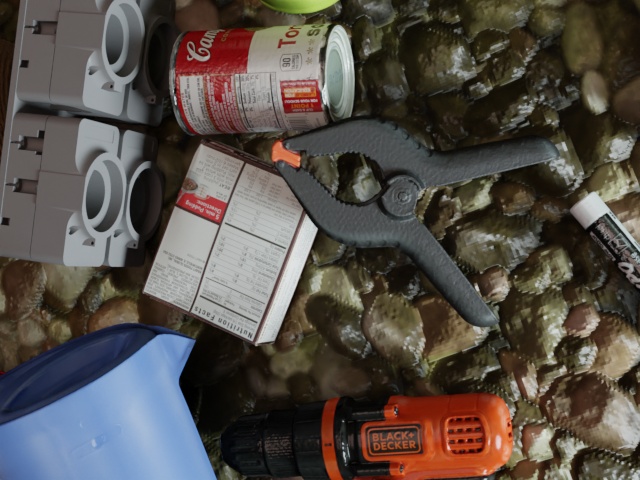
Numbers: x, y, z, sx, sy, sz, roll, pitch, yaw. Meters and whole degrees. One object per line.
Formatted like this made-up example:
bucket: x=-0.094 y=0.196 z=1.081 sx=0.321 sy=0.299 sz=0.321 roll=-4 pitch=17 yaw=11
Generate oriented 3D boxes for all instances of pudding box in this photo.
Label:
pudding box: x=-0.055 y=0.001 z=0.696 sx=0.090 sy=0.039 sz=0.113 roll=23 pitch=98 yaw=17

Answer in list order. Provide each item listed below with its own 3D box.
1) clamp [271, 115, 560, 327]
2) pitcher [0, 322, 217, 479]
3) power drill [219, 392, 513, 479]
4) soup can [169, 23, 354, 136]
clamp: x=0.050 y=-0.017 z=0.643 sx=0.171 sy=0.039 sz=0.120 roll=10 pitch=89 yaw=0
pitcher: x=-0.122 y=0.184 z=0.634 sx=0.149 sy=0.144 sz=0.243 roll=-17 pitch=103 yaw=27
power drill: x=0.032 y=0.188 z=0.651 sx=0.185 sy=0.057 sz=0.187 roll=-7 pitch=86 yaw=18
soup can: x=-0.036 y=-0.101 z=0.676 sx=0.102 sy=0.068 sz=0.068 roll=0 pitch=88 yaw=18
